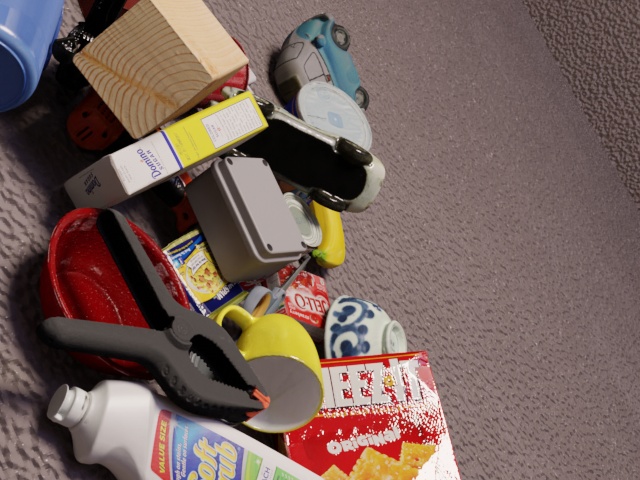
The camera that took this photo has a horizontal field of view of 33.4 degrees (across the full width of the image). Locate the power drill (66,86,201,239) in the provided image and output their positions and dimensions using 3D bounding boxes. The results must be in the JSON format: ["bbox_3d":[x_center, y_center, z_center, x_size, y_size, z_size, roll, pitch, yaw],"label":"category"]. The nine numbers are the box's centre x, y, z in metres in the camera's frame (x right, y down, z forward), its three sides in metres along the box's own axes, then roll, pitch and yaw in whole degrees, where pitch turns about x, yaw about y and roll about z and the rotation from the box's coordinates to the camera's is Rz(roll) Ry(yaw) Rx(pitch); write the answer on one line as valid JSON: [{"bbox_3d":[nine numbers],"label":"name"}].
[{"bbox_3d":[-0.164,-0.102,1.110,0.187,0.057,0.184,47,33,-16],"label":"power drill"}]

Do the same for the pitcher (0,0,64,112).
[{"bbox_3d":[-0.287,-0.224,0.966,0.149,0.145,0.243,25,44,-27],"label":"pitcher"}]

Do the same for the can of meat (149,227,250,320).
[{"bbox_3d":[-0.125,0.042,1.023,0.084,0.058,0.102,56,27,-1],"label":"can of meat"}]

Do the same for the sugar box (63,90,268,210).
[{"bbox_3d":[-0.142,-0.081,0.991,0.175,0.094,0.048,-29,95,-40],"label":"sugar box"}]

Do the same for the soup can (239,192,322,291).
[{"bbox_3d":[-0.057,0.001,1.128,0.068,0.102,0.068,40,32,-32],"label":"soup can"}]

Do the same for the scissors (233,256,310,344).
[{"bbox_3d":[-0.046,0.050,1.094,0.016,0.096,0.201,22,47,11],"label":"scissors"}]

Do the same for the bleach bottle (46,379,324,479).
[{"bbox_3d":[-0.113,0.191,0.876,0.250,0.068,0.102,33,64,-28],"label":"bleach bottle"}]

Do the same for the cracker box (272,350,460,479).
[{"bbox_3d":[0.045,0.217,1.023,0.164,0.072,0.214,-3,57,-14],"label":"cracker box"}]

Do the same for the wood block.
[{"bbox_3d":[-0.142,-0.168,0.999,0.091,0.090,0.206,52,12,-8],"label":"wood block"}]

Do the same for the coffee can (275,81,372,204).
[{"bbox_3d":[-0.023,-0.100,1.225,0.102,0.141,0.103,24,46,-28],"label":"coffee can"}]

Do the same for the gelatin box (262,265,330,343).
[{"bbox_3d":[-0.023,0.069,1.195,0.089,0.030,0.073,25,42,-47],"label":"gelatin box"}]

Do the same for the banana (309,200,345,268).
[{"bbox_3d":[0.005,-0.028,1.319,0.198,0.037,0.069,-98,174,-47],"label":"banana"}]

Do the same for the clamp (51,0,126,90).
[{"bbox_3d":[-0.213,-0.197,1.009,0.039,0.120,0.172,40,-14,-8],"label":"clamp"}]

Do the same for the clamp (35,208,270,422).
[{"bbox_3d":[-0.129,0.084,0.862,0.210,0.036,0.164,45,31,-13],"label":"clamp"}]

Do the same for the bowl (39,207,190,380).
[{"bbox_3d":[-0.185,0.055,0.912,0.162,0.055,0.162,40,32,-32],"label":"bowl"}]
